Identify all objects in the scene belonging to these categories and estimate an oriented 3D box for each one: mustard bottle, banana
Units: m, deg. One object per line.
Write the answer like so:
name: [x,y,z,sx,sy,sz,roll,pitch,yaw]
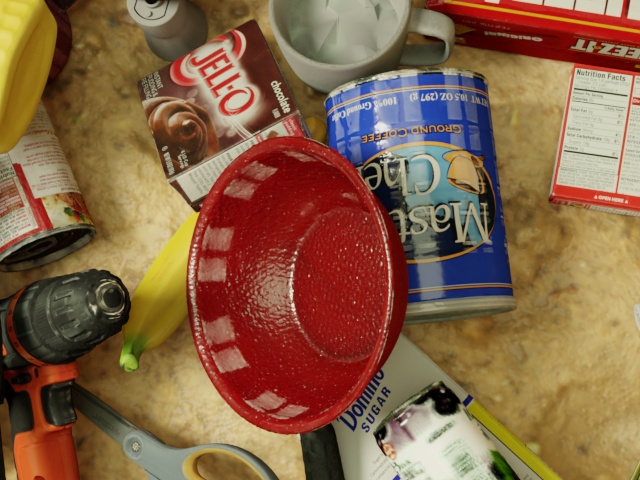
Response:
mustard bottle: [-0.261,-0.115,0.633,0.192,0.058,0.096,12,75,8]
banana: [-0.066,0.001,0.679,0.037,0.070,0.197,43,76,-28]

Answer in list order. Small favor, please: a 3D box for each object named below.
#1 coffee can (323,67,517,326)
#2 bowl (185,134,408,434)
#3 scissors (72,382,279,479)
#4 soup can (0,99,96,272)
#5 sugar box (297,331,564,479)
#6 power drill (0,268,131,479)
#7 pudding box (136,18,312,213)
coffee can: [0.059,-0.022,0.647,0.103,0.103,0.140,-6,82,6]
bowl: [-0.004,0.025,0.595,0.162,0.055,0.162,-3,86,44]
scissors: [-0.109,0.148,0.661,0.202,0.016,0.096,11,91,32]
soup can: [-0.197,-0.039,0.697,0.068,0.068,0.102,-25,80,3]
sugar box: [0.081,0.146,0.654,0.176,0.048,0.093,43,90,13]
power drill: [-0.149,0.116,0.634,0.057,0.185,0.187,-9,83,-38]
pudding box: [-0.061,-0.081,0.674,0.090,0.039,0.113,-29,47,5]
